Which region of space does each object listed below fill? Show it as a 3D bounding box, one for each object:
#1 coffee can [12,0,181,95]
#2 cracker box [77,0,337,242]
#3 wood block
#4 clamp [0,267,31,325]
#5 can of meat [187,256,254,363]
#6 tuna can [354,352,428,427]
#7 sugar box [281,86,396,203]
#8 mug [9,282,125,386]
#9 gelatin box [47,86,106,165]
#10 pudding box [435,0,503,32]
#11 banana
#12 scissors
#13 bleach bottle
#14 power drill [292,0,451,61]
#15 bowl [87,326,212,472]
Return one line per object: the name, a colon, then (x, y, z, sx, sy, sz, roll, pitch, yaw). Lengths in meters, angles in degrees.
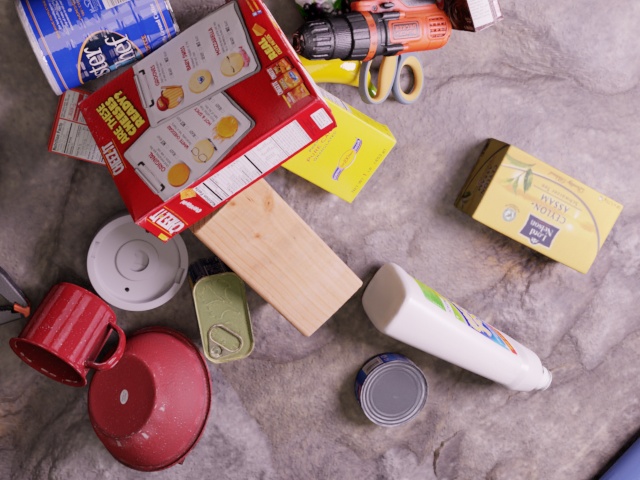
coffee can: (-0.225, -0.221, 1.083, 0.140, 0.103, 0.103, -24, 108, -7)
cracker box: (-0.112, -0.124, 1.058, 0.214, 0.164, 0.072, -34, 152, 7)
wood block: (-0.058, 0.002, 1.153, 0.090, 0.091, 0.206, -44, 129, 0)
clamp: (-0.395, 0.042, 1.146, 0.171, 0.039, 0.120, 8, 105, -15)
can of meat: (-0.114, 0.075, 1.195, 0.057, 0.084, 0.102, -12, 106, -10)
tuna can: (0.085, 0.181, 1.295, 0.086, 0.034, 0.086, -3, 105, -13)
sugar box: (-0.013, -0.120, 1.166, 0.176, 0.048, 0.093, 26, 110, -30)
mug: (-0.263, 0.102, 1.147, 0.081, 0.117, 0.093, -63, 156, -28)
gelatin box: (-0.241, -0.122, 1.143, 0.089, 0.030, 0.073, 14, 102, -16)
pudding box: (0.152, -0.275, 1.152, 0.039, 0.113, 0.090, -23, 107, -7)
banana: (-0.028, -0.174, 1.176, 0.197, 0.037, 0.069, -9, 106, -11)
scissors: (0.098, -0.241, 1.196, 0.096, 0.016, 0.202, 24, 84, -38)
bleach bottle: (0.173, 0.117, 1.276, 0.250, 0.103, 0.068, 28, 105, -25)
power drill: (0.047, -0.282, 1.112, 0.184, 0.057, 0.188, -11, 101, -28)
bowl: (-0.199, 0.170, 1.162, 0.162, 0.162, 0.055, -59, 151, 6)
